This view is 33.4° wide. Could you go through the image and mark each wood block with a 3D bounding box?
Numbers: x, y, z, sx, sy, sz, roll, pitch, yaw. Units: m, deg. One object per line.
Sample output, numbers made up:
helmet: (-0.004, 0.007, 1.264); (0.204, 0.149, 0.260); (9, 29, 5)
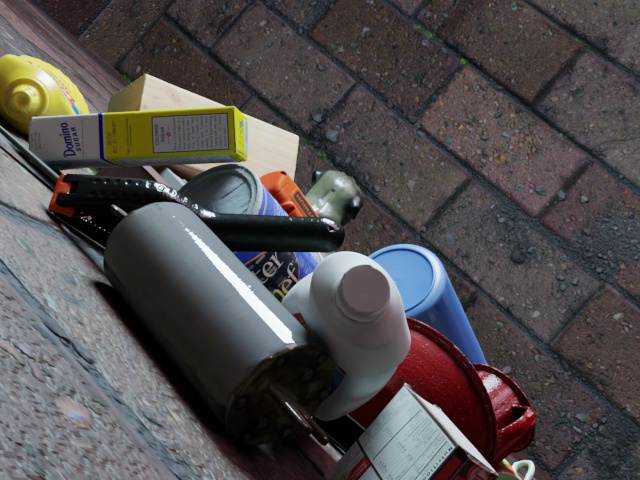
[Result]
wood block: (-0.137, -0.102, 1.225); (0.205, 0.090, 0.091); (19, -21, -32)

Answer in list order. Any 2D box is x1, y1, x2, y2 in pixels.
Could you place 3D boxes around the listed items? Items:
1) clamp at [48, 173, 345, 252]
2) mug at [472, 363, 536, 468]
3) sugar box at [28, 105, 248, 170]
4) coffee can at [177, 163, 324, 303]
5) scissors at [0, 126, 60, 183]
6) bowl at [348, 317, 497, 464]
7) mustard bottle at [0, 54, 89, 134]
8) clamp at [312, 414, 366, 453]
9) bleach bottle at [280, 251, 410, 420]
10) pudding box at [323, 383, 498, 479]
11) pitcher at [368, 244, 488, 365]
clamp: (-0.102, 0.003, 0.814); (0.210, 0.036, 0.165); (16, -31, -8)
mug: (0.141, 0.169, 0.959); (0.117, 0.081, 0.093); (-13, -78, 52)
sugar box: (-0.154, -0.088, 0.927); (0.176, 0.048, 0.093); (0, -1, 3)
coffee can: (-0.063, 0.015, 0.944); (0.103, 0.103, 0.140); (44, -5, 48)
scissors: (-0.192, -0.030, 0.890); (0.202, 0.016, 0.096); (43, 0, 4)
bowl: (0.071, 0.148, 0.912); (0.162, 0.055, 0.162); (26, -51, 36)
mustard bottle: (-0.273, -0.136, 1.024); (0.096, 0.058, 0.192); (47, 1, -11)
clamp: (0.064, 0.189, 0.844); (0.171, 0.039, 0.120); (41, 5, -27)
bleach bottle: (0.011, 0.057, 0.719); (0.102, 0.068, 0.251); (58, -13, 12)
pudding box: (0.052, 0.149, 0.665); (0.039, 0.090, 0.113); (41, 2, -19)
pitcher: (0.104, 0.115, 1.224); (0.145, 0.149, 0.242); (61, -2, 43)
